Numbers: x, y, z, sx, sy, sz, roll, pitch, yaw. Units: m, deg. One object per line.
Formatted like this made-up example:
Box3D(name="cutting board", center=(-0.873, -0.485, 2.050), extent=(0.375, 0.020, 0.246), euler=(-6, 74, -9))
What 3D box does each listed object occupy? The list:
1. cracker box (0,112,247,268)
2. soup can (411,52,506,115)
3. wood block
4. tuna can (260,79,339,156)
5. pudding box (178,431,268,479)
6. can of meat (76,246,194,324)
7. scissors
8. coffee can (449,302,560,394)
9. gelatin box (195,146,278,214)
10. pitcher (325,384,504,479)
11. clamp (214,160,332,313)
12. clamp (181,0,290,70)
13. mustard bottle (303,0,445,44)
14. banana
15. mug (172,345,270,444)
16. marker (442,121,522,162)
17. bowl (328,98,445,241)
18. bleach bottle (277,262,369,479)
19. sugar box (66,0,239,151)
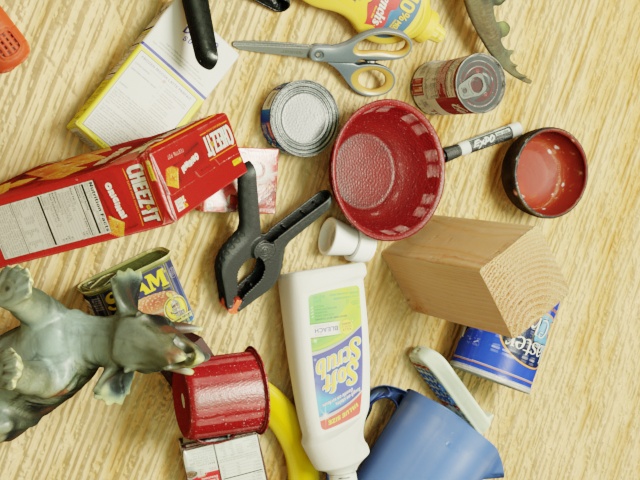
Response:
Box3D(name="cracker box", center=(-0.200, -0.049, 0.996), extent=(0.072, 0.214, 0.164), euler=(71, 24, -13))
Box3D(name="soup can", center=(0.159, -0.180, 1.244), extent=(0.068, 0.102, 0.068), euler=(-2, 95, -26))
Box3D(name="wood block", center=(0.171, 0.035, 1.211), extent=(0.090, 0.206, 0.091), euler=(-36, 109, -19))
Box3D(name="tuna can", center=(-0.024, -0.137, 1.199), extent=(0.086, 0.034, 0.086), euler=(-2, 95, -25))
Box3D(name="pudding box", center=(-0.103, 0.266, 1.183), extent=(0.090, 0.039, 0.113), euler=(-12, 102, -8))
Box3D(name="can of meat", center=(-0.192, 0.067, 1.125), extent=(0.102, 0.058, 0.084), euler=(-27, 108, -21))
Box3D(name="scissors", center=(0.005, -0.198, 1.212), extent=(0.201, 0.016, 0.096), euler=(-9, 132, -4))
Box3D(name="coffee can", center=(0.229, 0.104, 1.302), extent=(0.102, 0.103, 0.140), euler=(23, 84, -25))
Box3D(name="gelatin box", center=(-0.092, -0.067, 1.174), extent=(0.089, 0.030, 0.073), euler=(1, 94, -26))
Box3D(name="pitcher", center=(0.083, 0.298, 1.246), extent=(0.242, 0.149, 0.144), euler=(-53, 128, -9))
Box3D(name="clamp", center=(-0.058, 0.001, 1.173), extent=(0.120, 0.039, 0.171), euler=(11, 110, -26))
Box3D(name="clamp", center=(-0.135, -0.283, 1.106), extent=(0.210, 0.036, 0.164), euler=(47, 45, -16))
Box3D(name="mustard bottle", center=(0.065, -0.277, 1.209), extent=(0.191, 0.058, 0.096), euler=(27, 111, -26))
Box3D(name="banana", center=(-0.044, 0.229, 1.220), extent=(0.069, 0.037, 0.198), euler=(-23, 104, -22))
Box3D(name="mug", center=(-0.106, 0.168, 1.106), extent=(0.081, 0.093, 0.117), euler=(-5, 133, -21))
Box3D(name="marker", center=(0.196, -0.120, 1.314), extent=(0.121, 0.020, 0.020), euler=(-21, 103, -23))
Box3D(name="bowl", center=(0.065, -0.080, 1.228), extent=(0.161, 0.055, 0.162), euler=(-2, 93, -33))
Box3D(name="bleach bottle", center=(0.017, 0.155, 1.206), extent=(0.102, 0.068, 0.251), euler=(-8, 89, -25))
Box3D(name="sugar box", center=(-0.174, -0.158, 1.120), extent=(0.093, 0.048, 0.176), euler=(42, 73, -22))
